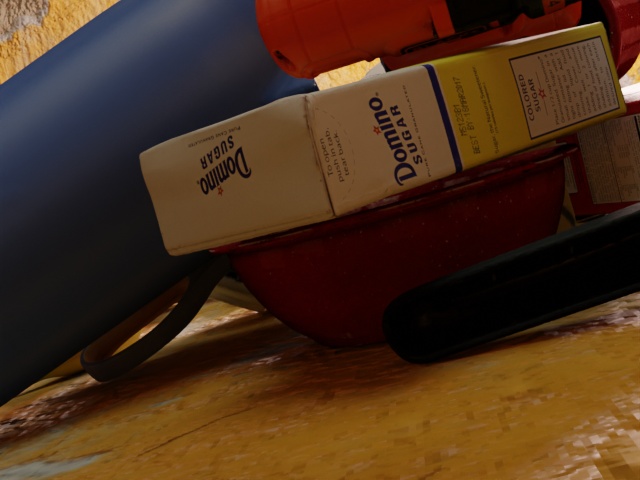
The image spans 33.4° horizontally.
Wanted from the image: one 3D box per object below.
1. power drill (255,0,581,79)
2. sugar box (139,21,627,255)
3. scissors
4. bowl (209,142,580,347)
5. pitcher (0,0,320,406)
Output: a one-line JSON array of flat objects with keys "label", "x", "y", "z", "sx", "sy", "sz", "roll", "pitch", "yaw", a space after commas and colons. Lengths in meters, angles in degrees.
[{"label": "power drill", "x": 0.077, "y": -0.114, "z": 0.455, "sx": 0.184, "sy": 0.057, "sz": 0.187, "roll": -14, "pitch": 3, "yaw": 12}, {"label": "sugar box", "x": 0.029, "y": -0.042, "z": 0.407, "sx": 0.175, "sy": 0.048, "sz": 0.094, "roll": -18, "pitch": 4, "yaw": -43}, {"label": "scissors", "x": -0.054, "y": 0.001, "z": 0.575, "sx": 0.201, "sy": 0.016, "sz": 0.096, "roll": -42, "pitch": 29, "yaw": -22}, {"label": "bowl", "x": 0.037, "y": 0.006, "z": 0.455, "sx": 0.162, "sy": 0.055, "sz": 0.162, "roll": -15, "pitch": 4, "yaw": 1}, {"label": "pitcher", "x": -0.122, "y": -0.020, "z": 0.499, "sx": 0.242, "sy": 0.145, "sz": 0.149, "roll": -39, "pitch": -12, "yaw": -24}]
